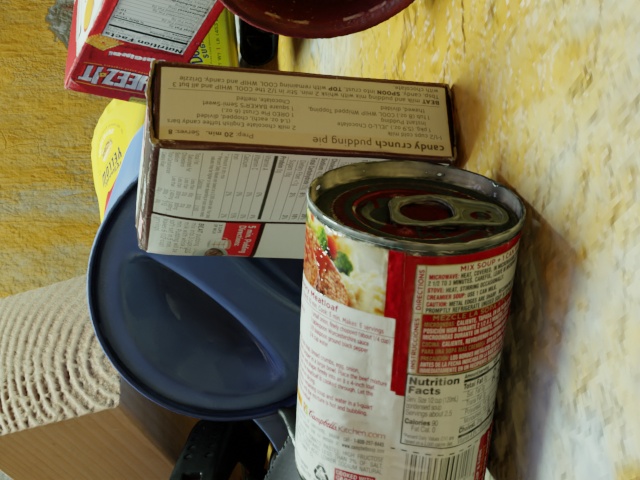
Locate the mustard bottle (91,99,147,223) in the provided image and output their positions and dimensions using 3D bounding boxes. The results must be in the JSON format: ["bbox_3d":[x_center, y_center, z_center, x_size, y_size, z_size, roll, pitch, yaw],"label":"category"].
[{"bbox_3d":[-0.126,-0.025,0.774,0.096,0.058,0.192,-52,37,31],"label":"mustard bottle"}]

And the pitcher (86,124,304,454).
[{"bbox_3d":[-0.054,0.001,0.591,0.149,0.145,0.243,-66,15,10],"label":"pitcher"}]

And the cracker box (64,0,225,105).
[{"bbox_3d":[-0.080,-0.198,0.601,0.214,0.072,0.164,139,137,-55],"label":"cracker box"}]

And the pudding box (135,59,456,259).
[{"bbox_3d":[-0.013,-0.027,0.415,0.090,0.113,0.039,114,155,-61],"label":"pudding box"}]

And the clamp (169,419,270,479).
[{"bbox_3d":[-0.047,0.161,0.634,0.210,0.036,0.164,23,-120,-80],"label":"clamp"}]

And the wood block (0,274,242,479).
[{"bbox_3d":[-0.122,0.116,0.652,0.206,0.091,0.090,64,-167,-53],"label":"wood block"}]

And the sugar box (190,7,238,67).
[{"bbox_3d":[-0.083,-0.121,0.799,0.176,0.048,0.093,107,159,-73],"label":"sugar box"}]

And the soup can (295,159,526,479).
[{"bbox_3d":[0.027,0.033,0.351,0.068,0.068,0.102,-117,28,-62],"label":"soup can"}]
